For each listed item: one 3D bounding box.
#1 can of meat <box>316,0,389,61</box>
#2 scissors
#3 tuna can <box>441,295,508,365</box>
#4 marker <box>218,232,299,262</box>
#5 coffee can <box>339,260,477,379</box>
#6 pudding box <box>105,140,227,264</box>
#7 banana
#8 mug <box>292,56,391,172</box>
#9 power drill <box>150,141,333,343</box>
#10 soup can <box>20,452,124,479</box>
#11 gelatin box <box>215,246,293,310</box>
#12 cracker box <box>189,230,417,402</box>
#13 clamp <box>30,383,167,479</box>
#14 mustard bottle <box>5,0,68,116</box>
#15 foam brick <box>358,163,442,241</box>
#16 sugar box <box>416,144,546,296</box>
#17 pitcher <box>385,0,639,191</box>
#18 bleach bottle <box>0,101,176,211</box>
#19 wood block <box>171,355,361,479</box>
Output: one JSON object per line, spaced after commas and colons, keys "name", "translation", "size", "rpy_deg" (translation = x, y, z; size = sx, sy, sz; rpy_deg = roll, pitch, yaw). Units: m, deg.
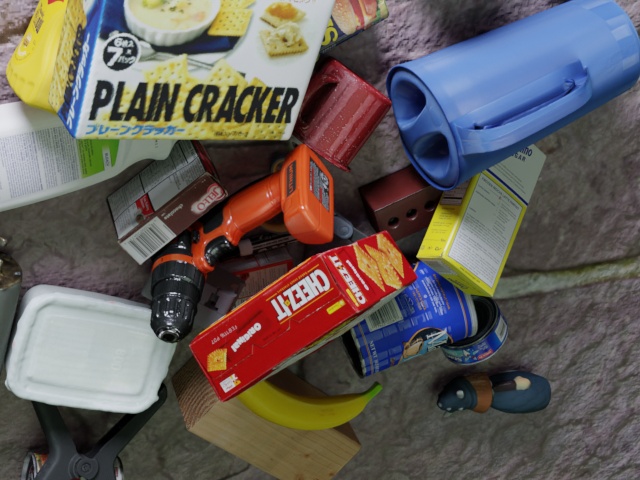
{"name": "can of meat", "translation": [0.007, -0.233, 0.998], "size": [0.084, 0.057, 0.102], "rpy_deg": [-29, 127, -5]}
{"name": "scissors", "translation": [0.005, -0.006, 1.136], "size": [0.096, 0.016, 0.201], "rpy_deg": [-36, 110, 16]}
{"name": "tuna can", "translation": [0.178, 0.104, 1.269], "size": [0.086, 0.086, 0.033], "rpy_deg": [-34, 126, 1]}
{"name": "marker", "translation": [-0.058, 0.001, 1.147], "size": [0.121, 0.020, 0.020], "rpy_deg": [-15, 126, -13]}
{"name": "coffee can", "translation": [0.093, 0.084, 1.210], "size": [0.140, 0.103, 0.103], "rpy_deg": [-20, 127, -9]}
{"name": "pudding box", "translation": [-0.151, -0.042, 1.037], "size": [0.113, 0.090, 0.039], "rpy_deg": [-36, 125, 5]}
{"name": "banana", "translation": [-0.026, 0.170, 1.152], "size": [0.197, 0.037, 0.070], "rpy_deg": [12, 99, -33]}
{"name": "mug", "translation": [0.010, -0.129, 1.041], "size": [0.081, 0.093, 0.117], "rpy_deg": [-53, 151, 10]}
{"name": "power drill", "translation": [-0.079, -0.002, 1.004], "size": [0.188, 0.184, 0.057], "rpy_deg": [-23, 131, 22]}
{"name": "soup can", "translation": [-0.281, 0.275, 1.205], "size": [0.102, 0.068, 0.069], "rpy_deg": [8, 118, -27]}
{"name": "gelatin box", "translation": [-0.073, 0.052, 1.168], "size": [0.089, 0.030, 0.073], "rpy_deg": [-13, 127, -13]}
{"name": "cracker box", "translation": [-0.011, 0.068, 1.049], "size": [0.164, 0.072, 0.213], "rpy_deg": [-36, 173, 20]}
{"name": "clamp", "translation": [-0.251, 0.240, 1.163], "size": [0.164, 0.036, 0.210], "rpy_deg": [6, 86, -29]}
{"name": "mustard bottle", "translation": [-0.203, -0.207, 0.903], "size": [0.058, 0.096, 0.192], "rpy_deg": [20, 112, -31]}
{"name": "foam brick", "translation": [0.090, -0.041, 1.159], "size": [0.078, 0.051, 0.053], "rpy_deg": [-25, 128, -5]}
{"name": "sugar box", "translation": [0.175, -0.038, 1.149], "size": [0.093, 0.048, 0.176], "rpy_deg": [35, 69, -35]}
{"name": "pitcher", "translation": [0.202, -0.153, 1.064], "size": [0.242, 0.149, 0.145], "rpy_deg": [-26, 158, -14]}
{"name": "bleach bottle", "translation": [-0.235, -0.085, 0.993], "size": [0.250, 0.068, 0.102], "rpy_deg": [-12, 126, -17]}
{"name": "wood block", "translation": [-0.061, 0.201, 1.232], "size": [0.090, 0.091, 0.205], "rpy_deg": [-46, 126, 10]}
